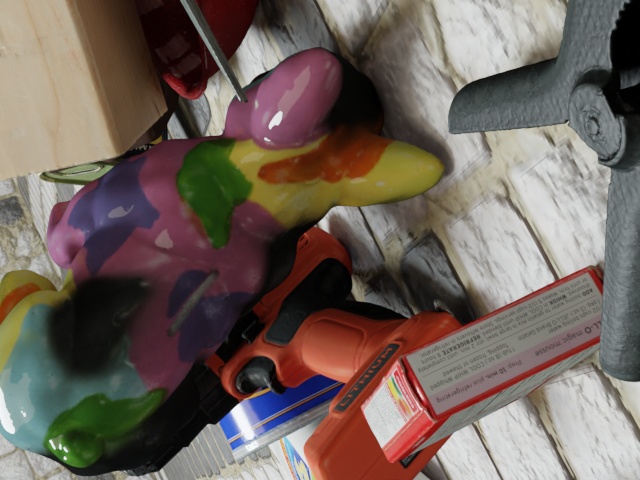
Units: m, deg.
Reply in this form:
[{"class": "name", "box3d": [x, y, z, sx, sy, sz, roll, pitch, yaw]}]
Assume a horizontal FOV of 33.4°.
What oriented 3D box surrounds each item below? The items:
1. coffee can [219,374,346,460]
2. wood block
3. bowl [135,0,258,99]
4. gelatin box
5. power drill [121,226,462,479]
[{"class": "coffee can", "box3d": [-0.041, 0.060, 0.711, 0.140, 0.102, 0.103, 62, 162, 9]}, {"class": "wood block", "box3d": [-0.160, -0.145, 0.551, 0.090, 0.090, 0.206, -72, -30, -67]}, {"class": "bowl", "box3d": [-0.078, -0.163, 0.597, 0.162, 0.055, 0.162, 54, 159, 31]}, {"class": "gelatin box", "box3d": [0.065, 0.048, 0.415, 0.030, 0.089, 0.073, 61, 162, 16]}, {"class": "power drill", "box3d": [-0.018, 0.076, 0.567, 0.188, 0.184, 0.057, 21, 153, 54]}]
